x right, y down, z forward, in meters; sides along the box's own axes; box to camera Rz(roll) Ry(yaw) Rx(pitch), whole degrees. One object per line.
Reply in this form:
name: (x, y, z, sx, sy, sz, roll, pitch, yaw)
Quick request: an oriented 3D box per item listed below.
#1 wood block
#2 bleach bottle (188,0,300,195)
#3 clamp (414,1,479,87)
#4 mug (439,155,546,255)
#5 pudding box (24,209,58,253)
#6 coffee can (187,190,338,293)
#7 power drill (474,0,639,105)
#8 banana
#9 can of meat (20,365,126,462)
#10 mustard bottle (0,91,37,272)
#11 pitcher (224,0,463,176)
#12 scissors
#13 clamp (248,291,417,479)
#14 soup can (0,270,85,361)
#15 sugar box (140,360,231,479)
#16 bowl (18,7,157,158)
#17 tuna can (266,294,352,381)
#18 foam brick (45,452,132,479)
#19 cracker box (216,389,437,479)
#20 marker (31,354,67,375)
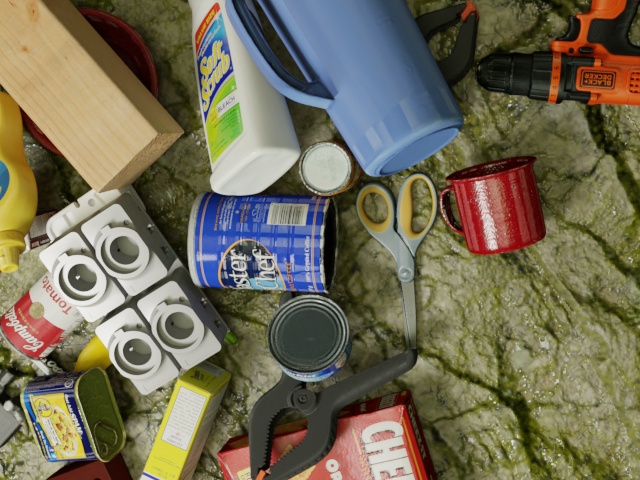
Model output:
wood block: (-0.247, -0.156, 1.075, 0.090, 0.090, 0.206, -42, 89, 13)
bleach bottle: (-0.093, -0.179, 1.090, 0.103, 0.067, 0.251, -37, 62, 46)
clamp: (0.106, -0.166, 1.095, 0.172, 0.039, 0.120, -40, 88, 16)
mug: (0.171, -0.034, 1.083, 0.117, 0.093, 0.081, -6, 103, 42)
pudding box: (-0.355, -0.007, 1.171, 0.113, 0.090, 0.039, -4, 99, 10)
coffee can: (-0.057, 0.001, 1.113, 0.140, 0.102, 0.103, 2, 98, 9)
power drill: (0.252, -0.228, 1.054, 0.184, 0.057, 0.188, 5, 101, 6)
banana: (-0.194, 0.108, 1.185, 0.198, 0.037, 0.069, -15, 94, 12)
can of meat: (-0.274, 0.195, 1.179, 0.084, 0.057, 0.102, -10, 104, 26)
mustard bottle: (-0.338, -0.054, 1.099, 0.096, 0.058, 0.192, -29, 65, 21)
pitcher: (0.028, -0.184, 1.031, 0.149, 0.144, 0.243, -32, 79, 19)
scissors: (0.074, 0.023, 1.138, 0.096, 0.016, 0.202, 13, 99, 10)
clamp: (-0.004, 0.167, 1.109, 0.165, 0.036, 0.210, 18, 73, 19)
soup can: (-0.297, 0.076, 1.184, 0.102, 0.068, 0.068, -43, 89, 12)
sugar box: (-0.155, 0.224, 1.165, 0.048, 0.093, 0.176, 25, 100, 6)
bowl: (-0.245, -0.167, 1.149, 0.162, 0.055, 0.162, 1, 98, 10)
tuna can: (-0.010, 0.101, 1.100, 0.086, 0.033, 0.086, -4, 64, 8)
foam brick: (-0.262, 0.275, 1.211, 0.078, 0.051, 0.053, -23, 92, 12)
cracker box: (0.016, 0.271, 1.151, 0.214, 0.072, 0.164, -17, 94, 11)
marker: (-0.299, 0.154, 1.218, 0.121, 0.020, 0.020, 43, 102, 2)
